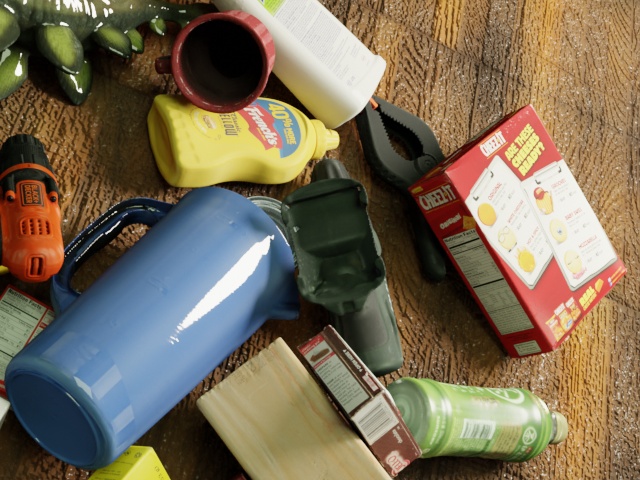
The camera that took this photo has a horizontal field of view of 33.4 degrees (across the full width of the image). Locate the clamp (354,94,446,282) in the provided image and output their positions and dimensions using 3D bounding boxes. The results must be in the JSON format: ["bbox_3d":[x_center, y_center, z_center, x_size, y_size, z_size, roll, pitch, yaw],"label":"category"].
[{"bbox_3d":[0.104,-0.065,1.138,0.210,0.036,0.164,45,52,-4],"label":"clamp"}]

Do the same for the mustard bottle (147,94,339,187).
[{"bbox_3d":[-0.068,-0.099,1.053,0.191,0.058,0.096,-3,52,-29],"label":"mustard bottle"}]

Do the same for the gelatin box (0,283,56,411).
[{"bbox_3d":[-0.247,0.091,0.875,0.073,0.030,0.089,30,51,-9],"label":"gelatin box"}]

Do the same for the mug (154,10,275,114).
[{"bbox_3d":[-0.100,-0.173,1.019,0.117,0.093,0.081,-7,18,9],"label":"mug"}]

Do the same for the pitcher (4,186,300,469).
[{"bbox_3d":[-0.144,0.064,0.869,0.242,0.149,0.145,-45,119,-43],"label":"pitcher"}]

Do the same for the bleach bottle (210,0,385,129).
[{"bbox_3d":[-0.045,-0.233,1.092,0.250,0.068,0.102,45,44,-19],"label":"bleach bottle"}]

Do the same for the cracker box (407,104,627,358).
[{"bbox_3d":[0.208,-0.009,1.114,0.163,0.072,0.213,-37,98,-37],"label":"cracker box"}]

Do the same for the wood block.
[{"bbox_3d":[-0.002,0.193,0.877,0.090,0.091,0.206,-37,75,-8],"label":"wood block"}]

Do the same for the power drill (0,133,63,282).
[{"bbox_3d":[-0.308,-0.034,0.872,0.187,0.057,0.184,-1,35,-19],"label":"power drill"}]

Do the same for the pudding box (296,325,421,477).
[{"bbox_3d":[0.033,0.135,0.889,0.039,0.113,0.090,-36,47,-8],"label":"pudding box"}]

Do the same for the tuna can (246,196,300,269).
[{"bbox_3d":[-0.057,0.001,1.020,0.086,0.034,0.086,12,59,-21],"label":"tuna can"}]
